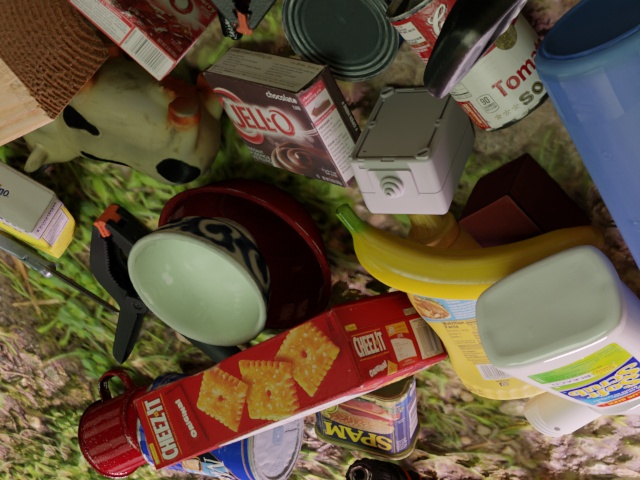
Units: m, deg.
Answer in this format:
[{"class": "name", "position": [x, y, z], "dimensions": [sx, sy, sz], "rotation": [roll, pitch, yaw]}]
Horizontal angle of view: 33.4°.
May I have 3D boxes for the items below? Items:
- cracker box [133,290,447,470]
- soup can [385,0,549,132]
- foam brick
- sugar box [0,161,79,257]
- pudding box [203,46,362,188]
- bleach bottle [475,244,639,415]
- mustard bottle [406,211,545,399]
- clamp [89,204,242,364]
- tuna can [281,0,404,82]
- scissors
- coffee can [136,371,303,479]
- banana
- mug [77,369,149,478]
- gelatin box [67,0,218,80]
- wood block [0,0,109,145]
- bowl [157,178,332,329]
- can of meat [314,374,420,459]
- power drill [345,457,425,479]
[{"class": "cracker box", "position": [-0.024, 0.114, 0.898], "dimensions": [0.214, 0.163, 0.072], "rotation": [-26, 80, 29]}, {"class": "soup can", "position": [0.099, -0.128, 0.684], "dimensions": [0.069, 0.068, 0.102], "rotation": [-24, 118, 43]}, {"class": "foam brick", "position": [0.150, -0.014, 0.785], "dimensions": [0.078, 0.051, 0.053], "rotation": [43, 138, -16]}, {"class": "sugar box", "position": [-0.273, -0.032, 0.950], "dimensions": [0.093, 0.048, 0.176], "rotation": [30, 173, -1]}, {"class": "pudding box", "position": [-0.024, -0.092, 0.783], "dimensions": [0.114, 0.039, 0.090], "rotation": [18, 149, 45]}, {"class": "bleach bottle", "position": [0.211, 0.081, 0.775], "dimensions": [0.103, 0.068, 0.250], "rotation": [-26, 148, 27]}, {"class": "mustard bottle", "position": [0.122, 0.045, 0.856], "dimensions": [0.096, 0.058, 0.191], "rotation": [-11, 126, 38]}, {"class": "clamp", "position": [-0.177, 0.056, 1.053], "dimensions": [0.165, 0.036, 0.210], "rotation": [-5, 127, 32]}, {"class": "tuna can", "position": [0.018, -0.153, 0.731], "dimensions": [0.086, 0.033, 0.086], "rotation": [16, 138, 15]}, {"class": "scissors", "position": [-0.259, 0.024, 1.007], "dimensions": [0.202, 0.016, 0.096], "rotation": [29, 175, 11]}, {"class": "coffee can", "position": [-0.102, 0.192, 1.100], "dimensions": [0.140, 0.102, 0.103], "rotation": [3, 133, 28]}, {"class": "banana", "position": [0.104, 0.014, 0.768], "dimensions": [0.198, 0.037, 0.069], "rotation": [5, 137, 24]}, {"class": "mug", "position": [-0.214, 0.199, 1.193], "dimensions": [0.082, 0.093, 0.117], "rotation": [-29, 78, 39]}, {"class": "gelatin box", "position": [-0.126, -0.170, 0.766], "dimensions": [0.089, 0.073, 0.030], "rotation": [41, 137, -13]}, {"class": "wood block", "position": [-0.269, -0.114, 0.784], "dimensions": [0.206, 0.090, 0.090], "rotation": [-17, 122, 35]}, {"class": "bowl", "position": [-0.056, 0.001, 0.914], "dimensions": [0.162, 0.055, 0.162], "rotation": [16, 138, 15]}, {"class": "can of meat", "position": [0.042, 0.152, 1.013], "dimensions": [0.102, 0.057, 0.084], "rotation": [11, 134, 20]}, {"class": "power drill", "position": [0.130, 0.250, 1.020], "dimensions": [0.188, 0.057, 0.184], "rotation": [6, 163, 25]}]
